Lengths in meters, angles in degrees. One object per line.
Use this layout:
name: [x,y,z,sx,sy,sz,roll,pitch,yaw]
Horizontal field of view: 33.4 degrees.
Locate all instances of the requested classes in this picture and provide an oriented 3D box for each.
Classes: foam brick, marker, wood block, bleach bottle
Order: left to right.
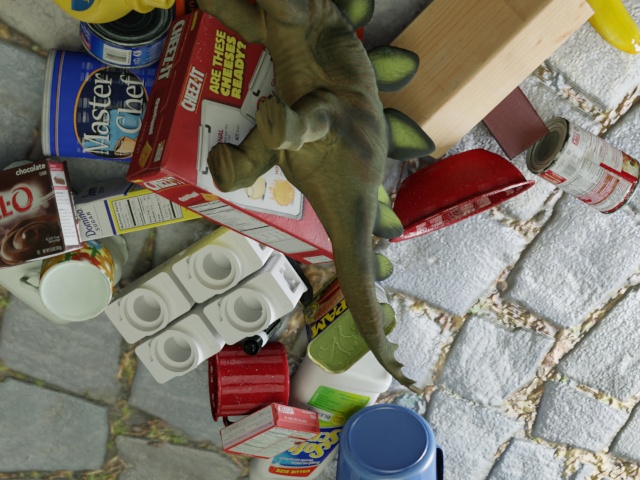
marker: [-0.062,0.101,1.160,0.020,0.121,0.020,2,101,11]
bleach bottle: [-0.013,0.234,1.274,0.102,0.068,0.251,18,118,-16]
wood block: [0.146,-0.185,1.020,0.206,0.091,0.090,-43,155,17]
foam brick: [0.190,-0.133,1.095,0.051,0.053,0.078,-35,117,12]

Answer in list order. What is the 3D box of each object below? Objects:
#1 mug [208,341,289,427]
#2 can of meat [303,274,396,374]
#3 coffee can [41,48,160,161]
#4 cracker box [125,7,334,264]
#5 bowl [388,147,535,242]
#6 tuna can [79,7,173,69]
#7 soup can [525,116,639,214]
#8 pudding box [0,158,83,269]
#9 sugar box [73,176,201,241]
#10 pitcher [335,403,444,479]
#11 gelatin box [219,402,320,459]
mug: [-0.082,0.167,1.210,0.081,0.093,0.117,-1,114,-12]
can of meat: [0.029,0.083,1.180,0.102,0.084,0.057,-43,116,16]
coffee can: [-0.190,-0.126,1.022,0.140,0.103,0.103,4,119,-10]
cracker box: [-0.056,-0.090,0.979,0.213,0.164,0.072,26,157,-34]
bowl: [0.136,-0.052,1.101,0.162,0.162,0.055,-23,83,6]
tuna can: [-0.179,-0.203,0.987,0.086,0.086,0.034,6,150,-11]
soup can: [0.277,-0.079,1.128,0.102,0.068,0.069,26,113,-20]
pudding box: [-0.290,-0.023,1.021,0.114,0.039,0.090,-13,89,17]
sugar box: [-0.155,-0.045,1.063,0.176,0.093,0.048,-14,106,10]
pitcher: [0.083,0.299,1.260,0.145,0.149,0.243,0,133,0]
gelatin box: [-0.056,0.213,1.195,0.089,0.030,0.073,-32,145,32]
